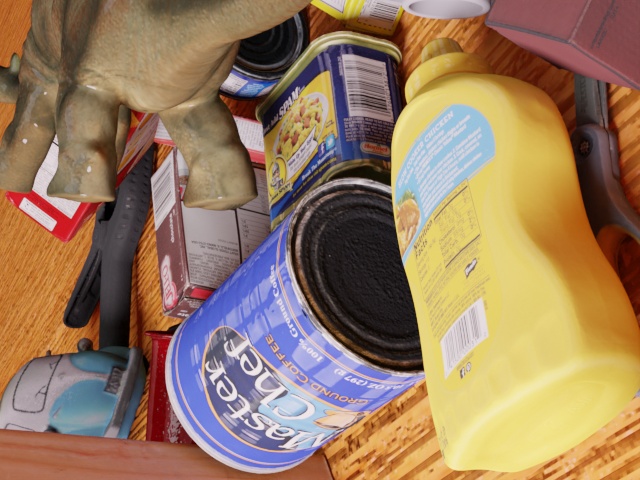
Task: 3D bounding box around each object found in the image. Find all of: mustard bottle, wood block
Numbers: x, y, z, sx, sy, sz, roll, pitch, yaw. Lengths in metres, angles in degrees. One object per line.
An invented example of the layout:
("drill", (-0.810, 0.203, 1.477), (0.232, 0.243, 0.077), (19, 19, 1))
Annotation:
("mustard bottle", (0.068, -0.010, 0.439), (0.096, 0.058, 0.191), (123, 146, -48))
("wood block", (-0.094, 0.165, 0.553), (0.091, 0.205, 0.090), (-62, 32, 30))

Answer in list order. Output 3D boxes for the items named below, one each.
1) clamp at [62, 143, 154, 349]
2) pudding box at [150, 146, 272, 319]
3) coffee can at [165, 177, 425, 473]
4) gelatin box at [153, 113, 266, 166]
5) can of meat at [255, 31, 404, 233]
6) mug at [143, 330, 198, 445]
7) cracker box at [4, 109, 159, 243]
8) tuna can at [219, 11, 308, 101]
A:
("clamp", (-0.182, 0.004, 0.955), (0.165, 0.036, 0.210), (31, 107, 61))
("pudding box", (-0.054, 0.001, 0.664), (0.039, 0.089, 0.113), (-49, 39, 41))
("coffee can", (-0.005, 0.047, 0.541), (0.141, 0.102, 0.103), (-44, 44, 47))
("gelatin box", (-0.064, -0.071, 0.726), (0.089, 0.073, 0.030), (16, 93, 63))
("can of meat", (0.007, -0.054, 0.605), (0.102, 0.057, 0.084), (-40, 49, 51))
("mug", (-0.063, 0.099, 0.660), (0.117, 0.093, 0.081), (57, -144, -86))
("cracker box", (-0.148, -0.120, 0.823), (0.214, 0.072, 0.164), (-48, 8, 44))
("tuna can", (-0.051, -0.139, 0.714), (0.034, 0.086, 0.086), (-30, 55, 53))
